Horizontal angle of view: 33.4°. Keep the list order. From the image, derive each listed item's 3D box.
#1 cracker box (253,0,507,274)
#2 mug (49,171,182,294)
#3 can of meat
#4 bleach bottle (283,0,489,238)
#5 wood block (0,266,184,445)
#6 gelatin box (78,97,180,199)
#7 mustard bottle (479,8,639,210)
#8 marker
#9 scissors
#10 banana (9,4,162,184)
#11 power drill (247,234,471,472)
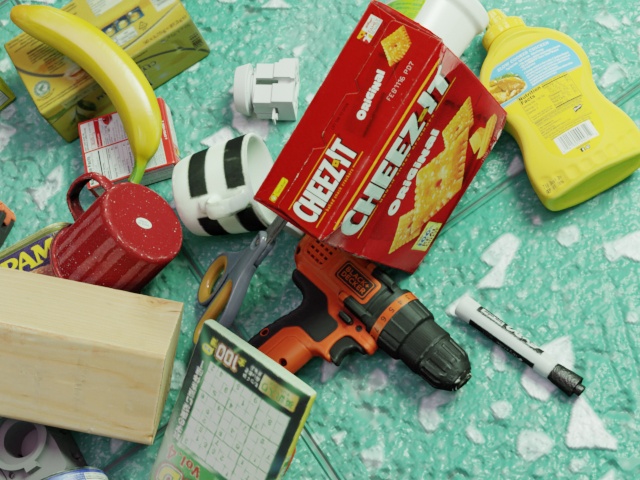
[{"bbox_3d":[0.058,-0.067,0.824,0.072,0.213,0.164,33,95,23],"label":"cracker box"},{"bbox_3d":[-0.179,-0.007,0.922,0.082,0.093,0.117,-39,76,35],"label":"mug"},{"bbox_3d":[-0.249,0.046,0.958,0.102,0.057,0.084,-28,68,2],"label":"can of meat"},{"bbox_3d":[0.042,-0.112,0.933,0.250,0.068,0.103,-57,29,-11],"label":"bleach bottle"},{"bbox_3d":[-0.225,0.088,0.868,0.206,0.091,0.090,11,114,-2],"label":"wood block"},{"bbox_3d":[-0.180,-0.086,1.009,0.089,0.030,0.073,-17,67,6],"label":"gelatin box"},{"bbox_3d":[0.192,-0.125,0.919,0.096,0.058,0.192,-30,65,7],"label":"mustard bottle"},{"bbox_3d":[0.161,0.086,0.862,0.121,0.020,0.020,37,80,23],"label":"marker"},{"bbox_3d":[-0.056,0.001,0.894,0.202,0.016,0.096,-58,26,14],"label":"scissors"},{"bbox_3d":[-0.201,-0.147,0.965,0.069,0.037,0.198,-36,88,-3],"label":"banana"},{"bbox_3d":[0.004,0.104,0.875,0.187,0.057,0.185,-44,65,-8],"label":"power drill"}]
